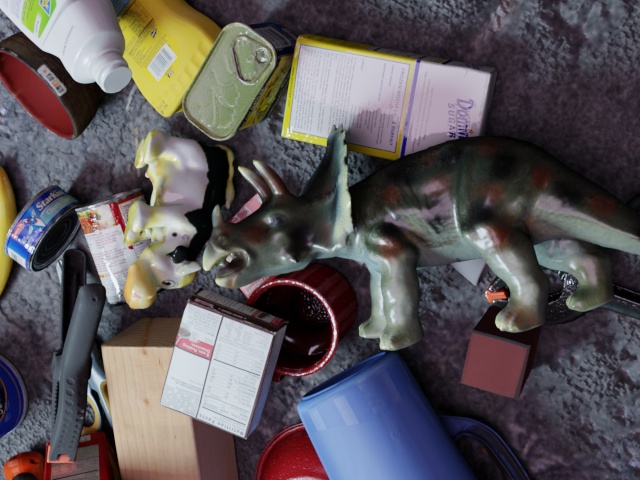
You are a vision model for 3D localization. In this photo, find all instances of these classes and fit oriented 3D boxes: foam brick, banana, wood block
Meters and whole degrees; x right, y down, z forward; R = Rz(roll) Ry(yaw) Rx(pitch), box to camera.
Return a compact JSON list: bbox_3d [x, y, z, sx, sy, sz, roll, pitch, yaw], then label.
[{"bbox_3d":[0.160,0.097,0.938,0.051,0.078,0.053,14,106,16],"label":"foam brick"},{"bbox_3d":[-0.356,0.018,1.128,0.069,0.037,0.198,33,112,8],"label":"banana"},{"bbox_3d":[-0.146,0.189,1.067,0.090,0.090,0.206,-1,104,20],"label":"wood block"}]

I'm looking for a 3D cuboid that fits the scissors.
[{"bbox_3d":[-0.258,0.127,1.132,0.096,0.016,0.202,-29,93,24],"label":"scissors"}]

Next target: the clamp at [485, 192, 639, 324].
[{"bbox_3d":[0.231,0.038,0.918,0.172,0.039,0.120,-22,91,30],"label":"clamp"}]

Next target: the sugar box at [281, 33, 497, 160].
[{"bbox_3d":[0.059,-0.120,0.936,0.176,0.048,0.093,13,109,13],"label":"sugar box"}]

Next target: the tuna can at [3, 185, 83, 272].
[{"bbox_3d":[-0.274,-0.011,1.064,0.034,0.086,0.086,35,113,7],"label":"tuna can"}]

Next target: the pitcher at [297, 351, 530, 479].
[{"bbox_3d":[0.089,0.223,0.970,0.145,0.149,0.243,-30,87,31],"label":"pitcher"}]

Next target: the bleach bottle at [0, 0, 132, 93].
[{"bbox_3d":[-0.245,-0.217,0.954,0.251,0.067,0.103,51,139,25],"label":"bleach bottle"}]

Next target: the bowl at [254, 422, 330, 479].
[{"bbox_3d":[0.000,0.262,1.052,0.162,0.055,0.162,5,106,18],"label":"bowl"}]

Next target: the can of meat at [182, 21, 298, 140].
[{"bbox_3d":[-0.066,-0.146,0.953,0.057,0.083,0.102,37,113,8],"label":"can of meat"}]

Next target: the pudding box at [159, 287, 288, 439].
[{"bbox_3d":[-0.088,0.111,0.960,0.090,0.039,0.113,20,110,10],"label":"pudding box"}]

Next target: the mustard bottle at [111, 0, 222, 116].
[{"bbox_3d":[-0.173,-0.214,0.988,0.191,0.058,0.096,48,124,3],"label":"mustard bottle"}]

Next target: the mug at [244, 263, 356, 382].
[{"bbox_3d":[-0.019,0.080,0.996,0.093,0.081,0.117,25,111,12],"label":"mug"}]

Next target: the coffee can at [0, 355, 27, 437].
[{"bbox_3d":[-0.393,0.186,1.129,0.103,0.140,0.103,5,105,19],"label":"coffee can"}]

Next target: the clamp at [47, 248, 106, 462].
[{"bbox_3d":[-0.239,0.118,1.036,0.036,0.165,0.210,5,93,-19],"label":"clamp"}]

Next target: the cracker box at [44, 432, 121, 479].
[{"bbox_3d":[-0.223,0.309,1.054,0.072,0.214,0.164,-12,107,-10],"label":"cracker box"}]

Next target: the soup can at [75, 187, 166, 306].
[{"bbox_3d":[-0.191,0.006,1.048,0.069,0.068,0.102,-14,99,23],"label":"soup can"}]
